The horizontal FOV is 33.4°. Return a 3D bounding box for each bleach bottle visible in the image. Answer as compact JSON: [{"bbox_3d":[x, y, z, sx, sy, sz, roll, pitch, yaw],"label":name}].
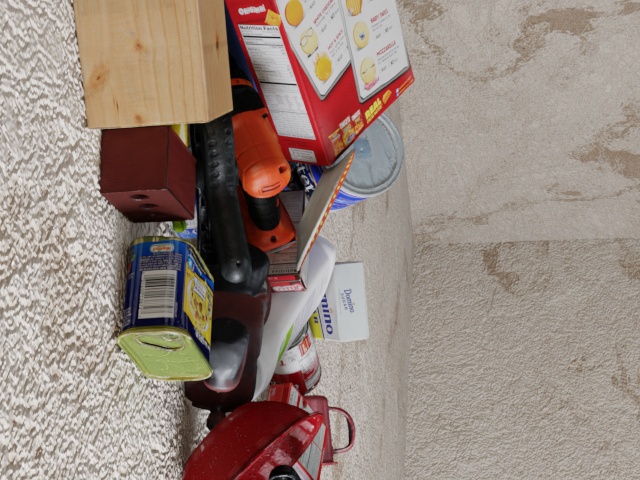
[{"bbox_3d":[-0.054,0.088,1.129,0.250,0.068,0.103,-58,166,-58],"label":"bleach bottle"}]

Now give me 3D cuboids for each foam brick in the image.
[{"bbox_3d":[-0.129,-0.049,0.808,0.078,0.053,0.051,58,32,-71],"label":"foam brick"}]

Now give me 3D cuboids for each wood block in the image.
[{"bbox_3d":[-0.122,-0.190,0.765,0.090,0.090,0.206,-59,145,-75],"label":"wood block"}]

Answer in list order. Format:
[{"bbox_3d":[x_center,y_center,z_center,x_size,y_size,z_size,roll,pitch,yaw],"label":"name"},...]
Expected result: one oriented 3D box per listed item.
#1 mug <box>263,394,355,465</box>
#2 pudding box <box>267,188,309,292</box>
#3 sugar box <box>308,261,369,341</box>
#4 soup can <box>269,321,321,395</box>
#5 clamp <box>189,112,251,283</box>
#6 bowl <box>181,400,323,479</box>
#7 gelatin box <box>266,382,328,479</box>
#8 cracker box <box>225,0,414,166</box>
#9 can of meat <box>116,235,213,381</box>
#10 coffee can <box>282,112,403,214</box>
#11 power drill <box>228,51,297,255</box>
[{"bbox_3d":[-0.017,0.227,1.263,0.093,0.117,0.081,100,-15,-77],"label":"mug"},{"bbox_3d":[-0.057,0.001,1.122,0.039,0.090,0.113,72,18,-56],"label":"pudding box"},{"bbox_3d":[-0.003,0.073,1.309,0.176,0.048,0.093,175,-90,-66],"label":"sugar box"},{"bbox_3d":[-0.039,0.133,1.275,0.102,0.068,0.068,77,15,-49],"label":"soup can"},{"bbox_3d":[-0.083,-0.047,0.863,0.120,0.039,0.171,-150,-128,-63],"label":"clamp"},{"bbox_3d":[-0.072,0.196,0.954,0.162,0.055,0.162,-43,163,-17],"label":"bowl"},{"bbox_3d":[-0.028,0.200,1.093,0.089,0.030,0.073,56,31,-36],"label":"gelatin box"},{"bbox_3d":[-0.001,-0.204,1.009,0.164,0.072,0.213,-47,131,-35],"label":"cracker box"},{"bbox_3d":[-0.119,0.054,0.840,0.102,0.057,0.084,72,17,-61],"label":"can of meat"},{"bbox_3d":[0.013,-0.084,1.174,0.141,0.102,0.103,-21,-113,61],"label":"coffee can"},{"bbox_3d":[-0.076,-0.083,1.038,0.187,0.057,0.184,81,-13,-59],"label":"power drill"}]
